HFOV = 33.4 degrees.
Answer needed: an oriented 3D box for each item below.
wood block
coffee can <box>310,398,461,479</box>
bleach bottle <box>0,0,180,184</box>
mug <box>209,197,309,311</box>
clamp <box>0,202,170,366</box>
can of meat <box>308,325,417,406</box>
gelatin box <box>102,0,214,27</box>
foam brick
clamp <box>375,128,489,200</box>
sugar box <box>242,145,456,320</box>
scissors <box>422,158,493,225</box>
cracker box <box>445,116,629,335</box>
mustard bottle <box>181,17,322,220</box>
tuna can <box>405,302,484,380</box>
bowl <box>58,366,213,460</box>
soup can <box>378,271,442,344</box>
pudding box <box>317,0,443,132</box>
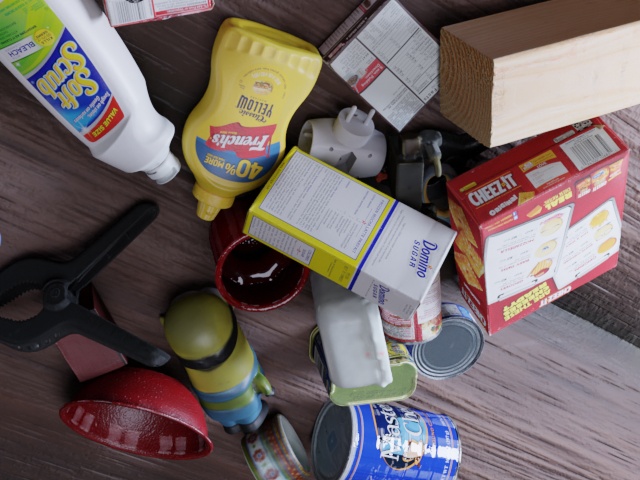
[{"bbox_3d":[0.222,-0.166,1.000,0.205,0.091,0.090,-17,125,-20],"label":"wood block"},{"bbox_3d":[0.073,0.238,1.214,0.140,0.103,0.103,13,115,-23],"label":"coffee can"},{"bbox_3d":[-0.200,-0.146,0.923,0.103,0.068,0.250,-23,128,23],"label":"bleach bottle"},{"bbox_3d":[-0.057,0.001,1.047,0.093,0.081,0.117,31,108,-29],"label":"mug"},{"bbox_3d":[-0.241,0.045,1.017,0.210,0.164,0.036,-4,156,9],"label":"clamp"},{"bbox_3d":[0.046,0.131,1.153,0.102,0.084,0.057,-5,121,-13],"label":"can of meat"},{"bbox_3d":[-0.140,-0.211,0.901,0.089,0.073,0.030,-13,123,-10],"label":"gelatin box"},{"bbox_3d":[-0.235,0.092,1.068,0.051,0.053,0.078,-24,123,-2],"label":"foam brick"},{"bbox_3d":[0.140,-0.087,1.077,0.171,0.039,0.120,0,118,-16],"label":"clamp"},{"bbox_3d":[0.027,-0.007,0.985,0.176,0.093,0.048,30,147,3],"label":"sugar box"},{"bbox_3d":[0.164,-0.018,1.109,0.096,0.016,0.201,-23,137,13],"label":"scissors"},{"bbox_3d":[0.218,-0.014,1.077,0.164,0.072,0.213,-27,147,-6],"label":"cracker box"},{"bbox_3d":[-0.076,-0.104,0.993,0.096,0.058,0.192,15,115,-21],"label":"mustard bottle"},{"bbox_3d":[0.138,0.113,1.199,0.086,0.034,0.086,-7,121,-12],"label":"tuna can"},{"bbox_3d":[-0.184,0.174,1.103,0.162,0.055,0.162,10,151,5],"label":"bowl"},{"bbox_3d":[0.093,0.050,1.128,0.068,0.068,0.102,-12,122,-9],"label":"soup can"},{"bbox_3d":[0.066,-0.170,1.007,0.090,0.039,0.113,-46,124,9],"label":"pudding box"}]
